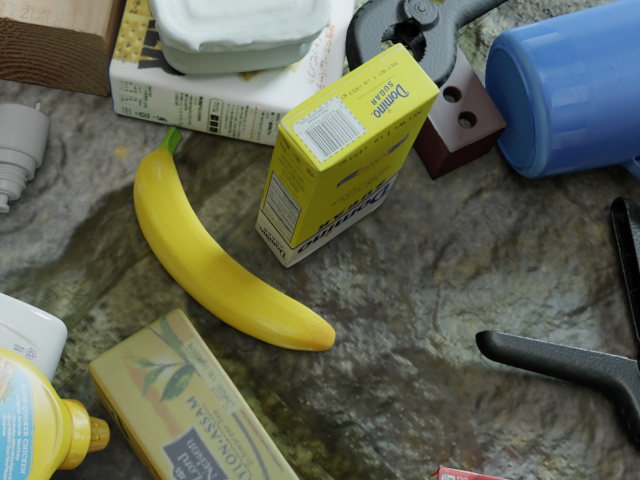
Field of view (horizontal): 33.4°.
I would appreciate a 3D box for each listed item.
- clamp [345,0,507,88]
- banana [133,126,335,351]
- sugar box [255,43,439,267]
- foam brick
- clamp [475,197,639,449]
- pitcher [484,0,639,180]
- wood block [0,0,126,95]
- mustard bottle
[{"bbox_3d":[0.076,-0.155,0.753,0.120,0.039,0.171,16,68,-1],"label":"clamp"},{"bbox_3d":[-0.072,0.008,0.729,0.069,0.037,0.198,-34,78,-16],"label":"banana"},{"bbox_3d":[0.012,-0.047,0.686,0.093,0.176,0.048,-34,76,-17],"label":"sugar box"},{"bbox_3d":[0.090,-0.095,0.780,0.053,0.051,0.078,-26,75,-16],"label":"foam brick"},{"bbox_3d":[0.233,0.079,0.743,0.210,0.036,0.164,40,71,5],"label":"clamp"},{"bbox_3d":[0.252,-0.110,0.770,0.242,0.145,0.149,-13,38,-8],"label":"pitcher"},{"bbox_3d":[-0.178,-0.221,0.770,0.090,0.091,0.206,9,69,-5],"label":"wood block"},{"bbox_3d":[-0.199,0.103,0.576,0.191,0.058,0.096,11,67,-42],"label":"mustard bottle"}]
